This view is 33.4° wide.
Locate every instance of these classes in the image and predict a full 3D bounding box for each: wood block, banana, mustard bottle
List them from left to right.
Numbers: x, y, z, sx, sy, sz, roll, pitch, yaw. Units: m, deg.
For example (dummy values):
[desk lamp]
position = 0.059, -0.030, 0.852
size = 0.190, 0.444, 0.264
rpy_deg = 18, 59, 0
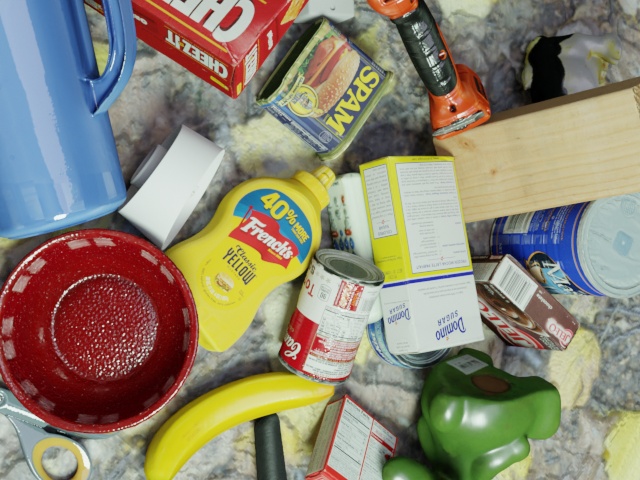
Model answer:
[banana]
position = -0.080, 0.158, 0.923
size = 0.197, 0.037, 0.070
rpy_deg = -32, 67, -27
[mustard bottle]
position = -0.056, 0.001, 0.936
size = 0.191, 0.058, 0.096
rpy_deg = -45, 103, -21
[wood block]
position = 0.221, -0.084, 0.983
size = 0.090, 0.207, 0.090
rpy_deg = -28, 103, -47

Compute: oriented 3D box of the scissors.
[scissors]
position = -0.257, 0.147, 0.857
size = 0.201, 0.016, 0.096
rpy_deg = 13, 83, -26

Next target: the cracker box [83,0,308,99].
[cracker box]
position = -0.077, -0.252, 0.888
size = 0.164, 0.072, 0.213
rpy_deg = 33, 73, 6

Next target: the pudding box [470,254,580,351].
[pudding box]
position = 0.183, 0.061, 1.038
size = 0.113, 0.090, 0.039
rpy_deg = 44, 70, -19

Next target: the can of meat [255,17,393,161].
[can of meat]
position = 0.003, -0.138, 0.968
size = 0.084, 0.058, 0.102
rpy_deg = 38, 77, -19

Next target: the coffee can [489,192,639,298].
[coffee can]
position = 0.248, 0.003, 1.042
size = 0.102, 0.141, 0.103
rpy_deg = 1, 89, -27

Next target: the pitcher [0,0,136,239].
[pitcher]
position = -0.221, -0.131, 0.812
size = 0.144, 0.149, 0.243
rpy_deg = -19, 101, -26

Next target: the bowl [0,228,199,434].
[bowl]
position = -0.177, 0.071, 0.859
size = 0.162, 0.055, 0.162
rpy_deg = 0, 88, -3

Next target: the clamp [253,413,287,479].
[clamp]
position = -0.020, 0.276, 0.930
size = 0.164, 0.036, 0.210
rpy_deg = 37, 50, -23

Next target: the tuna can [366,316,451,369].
[tuna can]
position = 0.088, 0.080, 1.021
size = 0.086, 0.034, 0.086
rpy_deg = 0, 89, -27

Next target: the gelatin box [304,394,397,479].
[gelatin box]
position = 0.029, 0.197, 0.972
size = 0.073, 0.030, 0.089
rpy_deg = 41, 41, -21

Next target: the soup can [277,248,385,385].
[soup can]
position = 0.010, 0.067, 0.942
size = 0.068, 0.069, 0.102
rpy_deg = 11, 110, -26

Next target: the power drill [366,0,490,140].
[power drill]
position = 0.090, -0.199, 0.981
size = 0.057, 0.184, 0.187
rpy_deg = -23, 119, 18

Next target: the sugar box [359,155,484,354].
[sugar box]
position = 0.093, 0.012, 0.976
size = 0.093, 0.048, 0.176
rpy_deg = -5, 87, -41
